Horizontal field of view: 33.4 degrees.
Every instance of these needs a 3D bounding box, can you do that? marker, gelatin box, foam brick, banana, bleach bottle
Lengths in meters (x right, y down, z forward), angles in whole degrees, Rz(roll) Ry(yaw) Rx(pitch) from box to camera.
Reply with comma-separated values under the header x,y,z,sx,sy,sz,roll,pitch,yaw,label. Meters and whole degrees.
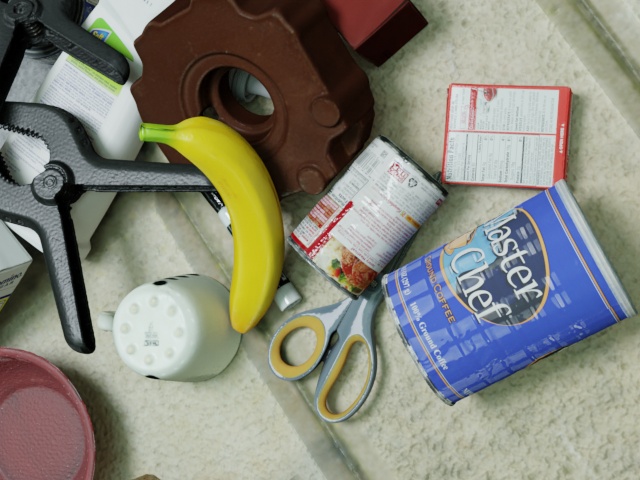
x,y,z,sx,sy,sz,roll,pitch,yaw,label
-0.055,0.001,0.826,0.020,0.020,0.121,-38,78,12,marker
0.133,-0.074,0.767,0.089,0.030,0.073,4,91,17,gelatin box
0.037,-0.166,0.774,0.053,0.078,0.051,-40,79,12,foam brick
-0.061,-0.016,0.758,0.069,0.037,0.198,-16,126,6,banana
-0.166,-0.113,0.842,0.103,0.068,0.251,35,96,14,bleach bottle

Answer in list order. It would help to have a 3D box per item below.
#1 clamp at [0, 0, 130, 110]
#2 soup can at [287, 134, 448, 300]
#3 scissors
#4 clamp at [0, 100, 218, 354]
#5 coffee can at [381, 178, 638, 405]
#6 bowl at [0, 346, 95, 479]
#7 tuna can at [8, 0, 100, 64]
x,y,z,sx,sy,sz,roll,pitch,yaw,label
-0.210,-0.163,0.809,0.120,0.039,0.171,-10,62,-6,clamp
0.034,-0.017,0.765,0.068,0.068,0.102,42,95,14,soup can
0.022,0.035,0.804,0.096,0.016,0.202,15,87,22,scissors
-0.182,-0.044,0.789,0.164,0.036,0.210,-44,76,-1,clamp
0.127,0.036,0.726,0.140,0.102,0.103,-29,80,14,coffee can
-0.241,0.164,0.857,0.162,0.055,0.162,-1,88,17,bowl
-0.224,-0.189,0.875,0.086,0.033,0.086,-1,88,17,tuna can
